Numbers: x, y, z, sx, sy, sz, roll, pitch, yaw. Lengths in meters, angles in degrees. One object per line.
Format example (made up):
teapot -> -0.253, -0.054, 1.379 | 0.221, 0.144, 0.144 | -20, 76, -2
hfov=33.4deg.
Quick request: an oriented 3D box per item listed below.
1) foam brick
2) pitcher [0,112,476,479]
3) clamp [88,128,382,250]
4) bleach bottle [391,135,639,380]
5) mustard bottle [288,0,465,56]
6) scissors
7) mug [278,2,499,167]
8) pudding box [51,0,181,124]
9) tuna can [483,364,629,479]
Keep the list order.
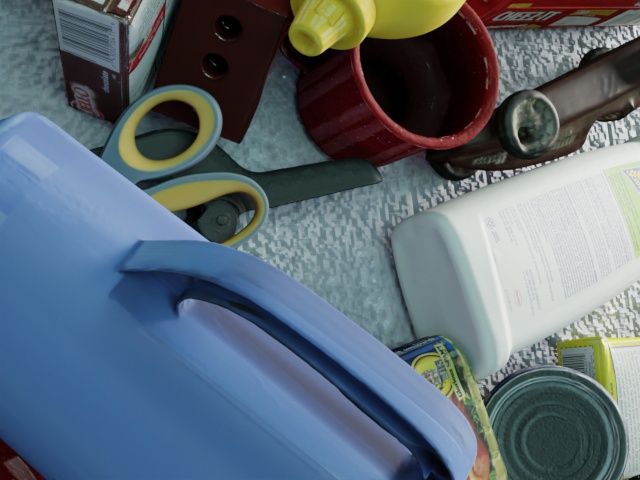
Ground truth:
foam brick -> -0.048, -0.099, 0.543 | 0.053, 0.078, 0.051 | 21, 35, -5
pitcher -> -0.060, 0.056, 0.444 | 0.243, 0.145, 0.149 | 41, 95, -7
clamp -> -0.054, 0.001, 0.558 | 0.171, 0.039, 0.120 | 11, 80, -18
bleach bottle -> 0.165, -0.002, 0.658 | 0.250, 0.068, 0.102 | -18, 91, -31
mustard bottle -> 0.040, -0.156, 0.534 | 0.096, 0.058, 0.191 | 38, 58, -4
scissors -> -0.124, -0.022, 0.508 | 0.201, 0.016, 0.096 | -6, 95, -14
mug -> 0.028, -0.091, 0.591 | 0.117, 0.082, 0.093 | 24, 71, -22
pudding box -> -0.091, -0.118, 0.517 | 0.039, 0.114, 0.090 | 23, 70, -3
tuna can -> 0.131, 0.114, 0.609 | 0.086, 0.033, 0.086 | -1, 84, 8
